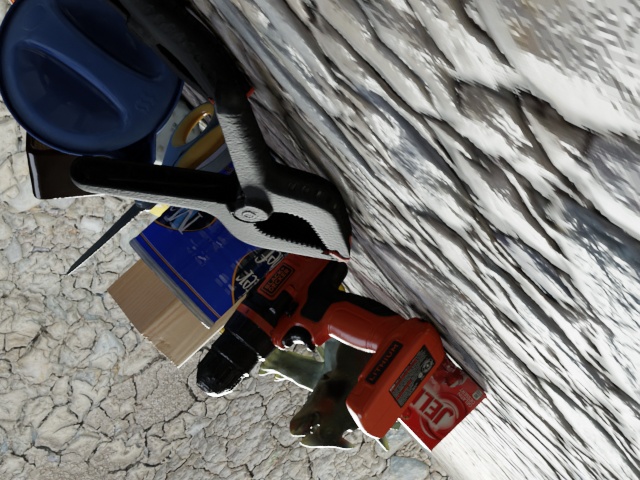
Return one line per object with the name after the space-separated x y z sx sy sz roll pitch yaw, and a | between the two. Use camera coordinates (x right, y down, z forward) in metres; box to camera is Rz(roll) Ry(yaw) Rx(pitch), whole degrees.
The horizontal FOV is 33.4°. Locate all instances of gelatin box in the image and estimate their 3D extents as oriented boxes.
0.093 0.133 0.961 0.089 0.073 0.030 47 175 -1 | gelatin box

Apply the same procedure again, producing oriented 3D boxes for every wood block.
-0.126 0.031 1.215 0.091 0.206 0.090 42 173 43 | wood block

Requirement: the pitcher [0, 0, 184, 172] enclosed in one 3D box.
-0.176 -0.141 0.856 0.145 0.149 0.243 18 -179 -7 | pitcher

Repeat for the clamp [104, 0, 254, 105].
-0.115 -0.152 0.705 0.171 0.039 0.120 49 175 -26 | clamp

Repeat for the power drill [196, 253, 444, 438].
-0.001 0.093 0.933 0.188 0.184 0.057 31 166 37 | power drill

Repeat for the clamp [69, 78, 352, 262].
-0.060 -0.033 0.754 0.165 0.036 0.209 -15 147 35 | clamp

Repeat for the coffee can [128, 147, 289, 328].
-0.079 -0.008 0.923 0.103 0.140 0.103 47 175 5 | coffee can

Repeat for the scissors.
-0.146 -0.053 0.927 0.016 0.202 0.096 44 -159 -39 | scissors
